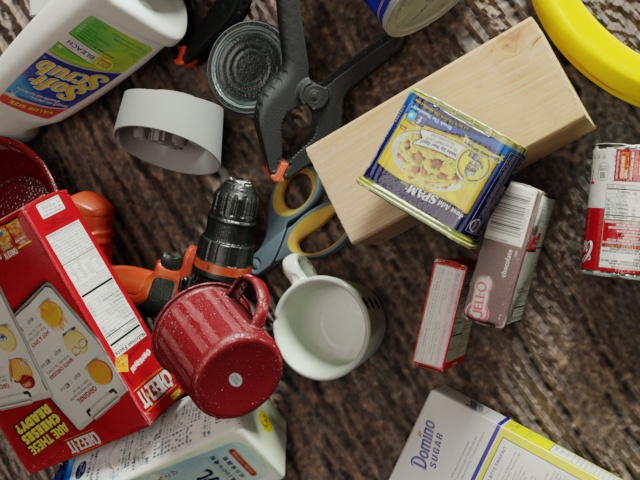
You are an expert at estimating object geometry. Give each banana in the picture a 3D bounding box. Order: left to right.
[{"bbox_3d":[0.237,-0.153,0.849,0.198,0.037,0.069,34,83,16],"label":"banana"}]

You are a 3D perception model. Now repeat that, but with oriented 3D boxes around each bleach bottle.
[{"bbox_3d":[-0.239,-0.157,0.991,0.251,0.102,0.068,-34,44,34],"label":"bleach bottle"}]

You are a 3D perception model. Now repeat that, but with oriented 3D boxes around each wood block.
[{"bbox_3d":[0.106,-0.083,0.867,0.206,0.090,0.091,-29,80,17],"label":"wood block"}]

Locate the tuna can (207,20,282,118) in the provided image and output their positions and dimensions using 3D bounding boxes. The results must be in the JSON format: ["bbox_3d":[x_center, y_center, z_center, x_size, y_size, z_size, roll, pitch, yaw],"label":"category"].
[{"bbox_3d":[-0.058,-0.153,0.957,0.086,0.033,0.086,0,90,21],"label":"tuna can"}]

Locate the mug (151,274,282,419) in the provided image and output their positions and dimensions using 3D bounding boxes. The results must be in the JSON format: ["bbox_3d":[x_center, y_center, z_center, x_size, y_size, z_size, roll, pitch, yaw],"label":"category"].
[{"bbox_3d":[-0.077,0.084,0.880,0.117,0.093,0.082,-58,38,9],"label":"mug"}]

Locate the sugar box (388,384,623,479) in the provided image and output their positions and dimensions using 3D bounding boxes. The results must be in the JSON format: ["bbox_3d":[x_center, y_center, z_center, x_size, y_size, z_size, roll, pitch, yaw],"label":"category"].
[{"bbox_3d":[0.154,0.199,0.872,0.176,0.048,0.093,28,100,22],"label":"sugar box"}]

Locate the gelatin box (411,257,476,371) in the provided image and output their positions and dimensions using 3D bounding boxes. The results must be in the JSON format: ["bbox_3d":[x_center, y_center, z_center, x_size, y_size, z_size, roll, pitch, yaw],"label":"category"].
[{"bbox_3d":[0.105,0.059,0.875,0.030,0.073,0.089,13,94,20],"label":"gelatin box"}]

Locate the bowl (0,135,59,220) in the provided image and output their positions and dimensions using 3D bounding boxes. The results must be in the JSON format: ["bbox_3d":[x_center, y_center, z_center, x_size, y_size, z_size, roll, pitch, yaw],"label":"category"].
[{"bbox_3d":[-0.307,-0.020,1.039,0.162,0.055,0.162,0,90,21],"label":"bowl"}]

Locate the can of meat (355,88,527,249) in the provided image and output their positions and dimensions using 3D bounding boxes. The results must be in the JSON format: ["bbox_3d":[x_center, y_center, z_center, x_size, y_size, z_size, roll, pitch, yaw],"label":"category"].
[{"bbox_3d":[0.091,-0.055,0.794,0.102,0.057,0.084,32,99,17],"label":"can of meat"}]

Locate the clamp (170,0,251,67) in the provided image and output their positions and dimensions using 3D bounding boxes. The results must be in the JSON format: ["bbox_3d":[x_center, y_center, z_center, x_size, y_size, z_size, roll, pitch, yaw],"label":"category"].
[{"bbox_3d":[-0.104,-0.265,0.973,0.165,0.036,0.210,27,102,21],"label":"clamp"}]

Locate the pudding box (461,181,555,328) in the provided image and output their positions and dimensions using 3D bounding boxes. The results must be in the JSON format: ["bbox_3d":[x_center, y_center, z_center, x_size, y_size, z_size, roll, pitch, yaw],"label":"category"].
[{"bbox_3d":[0.151,0.011,0.849,0.039,0.090,0.113,18,96,18],"label":"pudding box"}]

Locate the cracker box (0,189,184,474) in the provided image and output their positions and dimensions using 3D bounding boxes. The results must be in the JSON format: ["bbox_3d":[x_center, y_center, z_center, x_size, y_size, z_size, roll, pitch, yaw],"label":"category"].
[{"bbox_3d":[-0.243,0.082,0.950,0.164,0.072,0.213,-25,98,31],"label":"cracker box"}]

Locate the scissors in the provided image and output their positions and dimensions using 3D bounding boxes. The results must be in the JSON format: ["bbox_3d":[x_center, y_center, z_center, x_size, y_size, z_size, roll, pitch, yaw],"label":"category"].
[{"bbox_3d":[-0.056,0.001,0.967,0.202,0.016,0.096,-25,75,24],"label":"scissors"}]

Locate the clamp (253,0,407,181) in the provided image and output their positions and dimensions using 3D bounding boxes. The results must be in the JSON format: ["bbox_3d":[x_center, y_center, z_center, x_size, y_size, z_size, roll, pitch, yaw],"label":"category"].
[{"bbox_3d":[0.002,-0.130,0.918,0.120,0.039,0.171,13,106,-10],"label":"clamp"}]

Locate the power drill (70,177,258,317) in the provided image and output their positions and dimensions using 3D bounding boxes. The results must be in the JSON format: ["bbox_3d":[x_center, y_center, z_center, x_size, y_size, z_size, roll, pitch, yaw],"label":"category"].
[{"bbox_3d":[-0.148,0.015,0.967,0.188,0.057,0.184,18,102,24],"label":"power drill"}]
